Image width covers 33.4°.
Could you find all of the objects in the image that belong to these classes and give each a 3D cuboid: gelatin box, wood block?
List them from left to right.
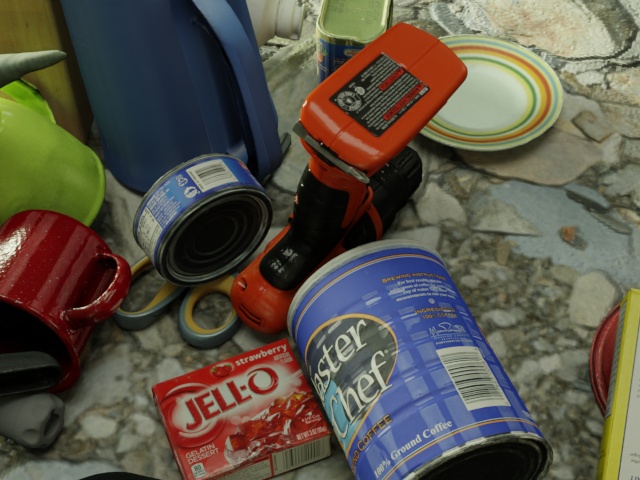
[{"bbox_3d":[-0.219,-0.171,0.757,0.090,0.206,0.091,2,50,3],"label":"wood block"},{"bbox_3d":[-0.047,0.106,0.631,0.089,0.030,0.073,-17,51,-14],"label":"gelatin box"}]

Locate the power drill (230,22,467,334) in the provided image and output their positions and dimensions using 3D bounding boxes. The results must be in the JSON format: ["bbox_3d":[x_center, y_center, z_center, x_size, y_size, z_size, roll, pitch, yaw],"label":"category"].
[{"bbox_3d":[0.026,-0.042,0.656,0.057,0.188,0.184,36,56,11],"label":"power drill"}]

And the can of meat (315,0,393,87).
[{"bbox_3d":[0.027,-0.151,0.815,0.057,0.084,0.102,5,50,5],"label":"can of meat"}]

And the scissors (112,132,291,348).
[{"bbox_3d":[-0.055,0.001,0.731,0.096,0.016,0.201,34,58,24],"label":"scissors"}]

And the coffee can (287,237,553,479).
[{"bbox_3d":[0.052,0.084,0.601,0.102,0.103,0.140,-16,51,-13],"label":"coffee can"}]

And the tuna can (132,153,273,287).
[{"bbox_3d":[-0.073,-0.012,0.674,0.086,0.086,0.034,-27,57,-21],"label":"tuna can"}]

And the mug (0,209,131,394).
[{"bbox_3d":[-0.166,0.033,0.651,0.117,0.093,0.081,-11,38,29],"label":"mug"}]

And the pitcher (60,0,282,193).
[{"bbox_3d":[-0.103,-0.152,0.711,0.149,0.243,0.145,-1,48,8],"label":"pitcher"}]
